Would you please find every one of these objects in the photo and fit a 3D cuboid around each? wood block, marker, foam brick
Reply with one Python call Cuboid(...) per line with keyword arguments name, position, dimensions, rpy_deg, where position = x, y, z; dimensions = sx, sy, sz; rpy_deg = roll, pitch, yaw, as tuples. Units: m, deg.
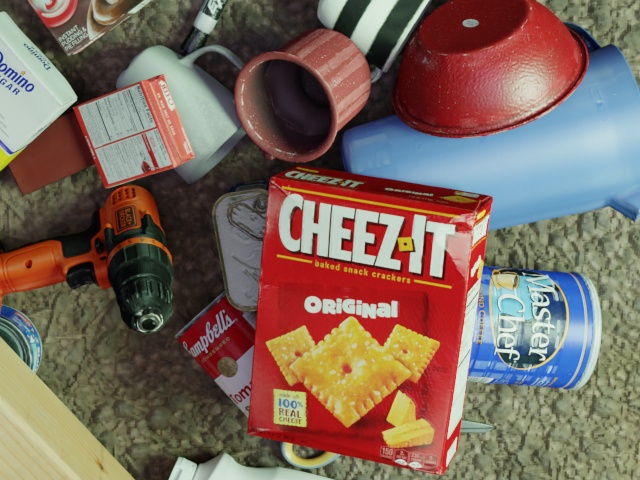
Cuboid(name="wood block", position=(-0.258, 0.190, 0.928), dimensions=(0.090, 0.091, 0.206), rpy_deg=(-34, 113, 6))
Cuboid(name="marker", position=(-0.087, -0.209, 0.914), dimensions=(0.020, 0.020, 0.121), rpy_deg=(28, 99, -5))
Cuboid(name="foam brick", position=(-0.227, -0.080, 0.921), dimensions=(0.078, 0.053, 0.051), rpy_deg=(-23, 100, 5))

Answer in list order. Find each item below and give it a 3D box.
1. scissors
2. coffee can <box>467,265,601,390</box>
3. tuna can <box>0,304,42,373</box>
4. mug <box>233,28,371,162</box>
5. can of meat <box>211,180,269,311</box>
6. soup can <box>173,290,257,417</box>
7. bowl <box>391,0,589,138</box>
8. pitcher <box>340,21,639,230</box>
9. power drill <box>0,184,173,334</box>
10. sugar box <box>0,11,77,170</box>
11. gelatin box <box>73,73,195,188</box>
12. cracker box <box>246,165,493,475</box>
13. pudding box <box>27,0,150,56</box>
Cuboid(name="scissors", position=(0.050, 0.183, 0.989), dimensions=(0.201, 0.016, 0.096), rpy_deg=(19, 98, -2))
Cuboid(name="coffee can", position=(0.154, 0.073, 0.916), dimensions=(0.140, 0.103, 0.103), rpy_deg=(5, 101, -10))
Cuboid(name="tuna can", position=(-0.298, 0.102, 0.965), dimensions=(0.086, 0.034, 0.086), rpy_deg=(0, 101, 0))
Cuboid(name="mug", position=(-0.015, -0.114, 0.872), dimensions=(0.093, 0.081, 0.117), rpy_deg=(36, 130, 7))
Cuboid(name="can of meat", position=(-0.056, 0.001, 0.921), dimensions=(0.057, 0.084, 0.102), rpy_deg=(-9, 101, 1))
Cuboid(name="soup can", position=(-0.070, 0.100, 0.941), dimensions=(0.068, 0.068, 0.102), rpy_deg=(-42, 90, 7))
Cuboid(name="bowl", position=(0.128, -0.152, 0.851), dimensions=(0.162, 0.162, 0.055), rpy_deg=(-21, 128, 4))
Cuboid(name="pitcher", position=(0.142, -0.079, 0.894), dimensions=(0.243, 0.149, 0.145), rpy_deg=(-14, 116, 6))
Cuboid(name="power drill", position=(-0.213, 0.036, 0.875), dimensions=(0.187, 0.184, 0.057), rpy_deg=(-18, 124, -3))
Cuboid(name="sugar box", position=(-0.291, -0.094, 0.871), dimensions=(0.176, 0.048, 0.093), rpy_deg=(-38, 99, 16))
Cuboid(name="gelatin box", position=(-0.151, -0.089, 0.869), dimensions=(0.089, 0.030, 0.073), rpy_deg=(-13, 103, 37))
Cuboid(name="cracker box", position=(0.035, 0.061, 0.831), dimensions=(0.164, 0.072, 0.214), rpy_deg=(10, 105, 16))
Cuboid(name="pudding box", position=(-0.193, -0.224, 0.901), dimensions=(0.113, 0.039, 0.090), rpy_deg=(-34, 98, 6))
